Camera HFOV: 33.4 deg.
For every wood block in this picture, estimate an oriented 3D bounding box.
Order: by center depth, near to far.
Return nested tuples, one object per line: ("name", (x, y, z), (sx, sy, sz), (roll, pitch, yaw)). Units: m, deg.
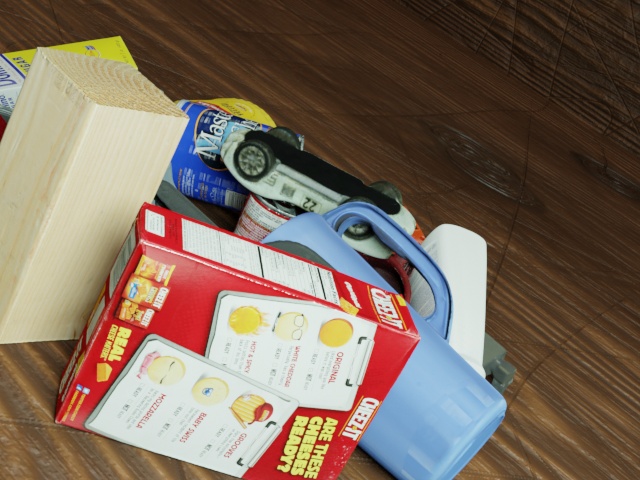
("wood block", (-0.196, -0.031, 0.817), (0.090, 0.206, 0.090), (1, 34, -49))

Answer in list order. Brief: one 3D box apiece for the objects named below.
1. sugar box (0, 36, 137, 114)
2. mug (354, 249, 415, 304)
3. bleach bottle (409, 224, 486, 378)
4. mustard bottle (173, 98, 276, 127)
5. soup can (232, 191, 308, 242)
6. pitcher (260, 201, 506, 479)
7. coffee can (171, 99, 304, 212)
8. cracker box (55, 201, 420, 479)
("sugar box", (-0.292, -0.175, 1.156), (0.176, 0.048, 0.093), (-11, 36, -19))
("mug", (0.052, 0.054, 1.032), (0.093, 0.117, 0.081), (38, -9, 20))
("bleach bottle", (0.121, 0.099, 1.042), (0.068, 0.103, 0.250), (21, 40, -11))
("mustard bottle", (-0.140, -0.145, 1.353), (0.096, 0.058, 0.191), (35, 23, 21))
("soup can", (-0.057, 0.001, 1.056), (0.068, 0.102, 0.068), (24, 21, -10))
("pitcher", (0.043, 0.090, 0.908), (0.243, 0.149, 0.144), (41, 37, 18))
("coffee can", (-0.099, -0.086, 1.171), (0.140, 0.103, 0.102), (17, 21, 3))
("cracker box", (-0.062, 0.084, 0.775), (0.213, 0.164, 0.072), (20, 24, -18))
